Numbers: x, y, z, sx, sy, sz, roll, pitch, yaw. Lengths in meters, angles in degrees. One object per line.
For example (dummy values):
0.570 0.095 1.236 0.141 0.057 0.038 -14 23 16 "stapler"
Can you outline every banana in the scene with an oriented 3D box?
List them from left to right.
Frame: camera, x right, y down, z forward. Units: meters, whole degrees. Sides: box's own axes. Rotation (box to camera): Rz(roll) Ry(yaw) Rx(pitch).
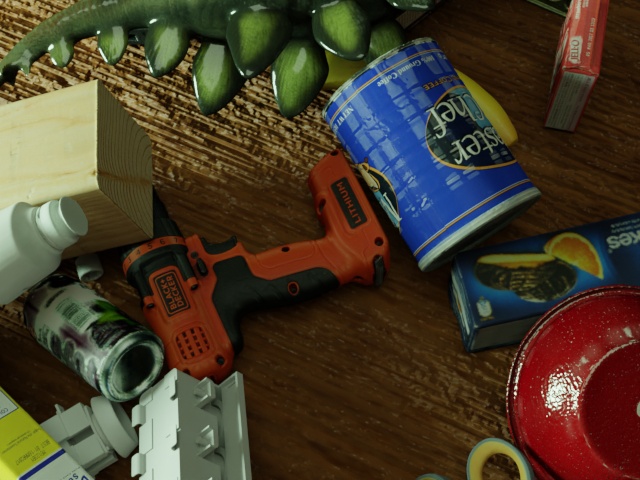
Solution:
0.066 -0.122 0.867 0.198 0.037 0.069 11 85 8 "banana"

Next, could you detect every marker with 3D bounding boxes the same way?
-0.196 -0.024 0.839 0.020 0.020 0.121 -20 66 -7 "marker"

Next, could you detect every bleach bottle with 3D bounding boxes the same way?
-0.262 0.036 0.719 0.251 0.102 0.068 -27 107 16 "bleach bottle"

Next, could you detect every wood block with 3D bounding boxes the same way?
-0.235 -0.034 0.778 0.206 0.090 0.090 -12 63 13 "wood block"

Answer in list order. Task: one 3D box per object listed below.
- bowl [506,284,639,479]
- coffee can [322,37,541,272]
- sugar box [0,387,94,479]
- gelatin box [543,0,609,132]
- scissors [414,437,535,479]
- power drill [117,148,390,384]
0.209 0.110 0.713 0.162 0.055 0.162 0 88 -3 "bowl"
0.081 -0.062 0.786 0.102 0.103 0.140 -30 80 -11 "coffee can"
-0.209 0.159 0.713 0.176 0.093 0.048 40 43 19 "sugar box"
0.200 -0.139 0.838 0.030 0.089 0.073 12 67 7 "gelatin box"
0.141 0.205 0.685 0.202 0.016 0.096 35 86 37 "scissors"
-0.055 0.001 0.804 0.187 0.057 0.184 -23 67 -6 "power drill"
